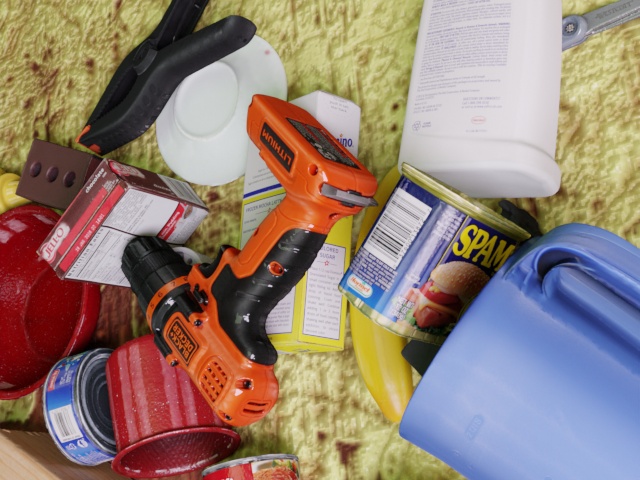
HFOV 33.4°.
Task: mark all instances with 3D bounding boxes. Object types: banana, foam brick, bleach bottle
[{"bbox_3d":[0.053,0.020,0.724,0.070,0.037,0.198,13,85,36],"label":"banana"},{"bbox_3d":[-0.209,-0.049,0.902,0.078,0.051,0.053,15,86,35],"label":"foam brick"},{"bbox_3d":[0.117,-0.155,0.693,0.103,0.068,0.251,2,75,34],"label":"bleach bottle"}]

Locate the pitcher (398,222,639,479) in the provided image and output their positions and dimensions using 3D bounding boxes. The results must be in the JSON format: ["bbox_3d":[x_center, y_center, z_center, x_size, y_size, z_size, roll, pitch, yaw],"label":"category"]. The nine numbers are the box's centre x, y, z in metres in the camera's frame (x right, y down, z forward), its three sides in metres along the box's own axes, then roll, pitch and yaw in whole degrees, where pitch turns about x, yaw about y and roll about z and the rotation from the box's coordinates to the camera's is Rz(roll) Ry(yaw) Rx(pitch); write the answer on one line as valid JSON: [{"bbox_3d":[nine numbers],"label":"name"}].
[{"bbox_3d":[0.173,0.107,0.538,0.243,0.149,0.145,34,90,18],"label":"pitcher"}]

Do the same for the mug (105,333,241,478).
[{"bbox_3d":[-0.099,0.115,0.775,0.117,0.093,0.081,-16,62,1],"label":"mug"}]

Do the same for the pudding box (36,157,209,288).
[{"bbox_3d":[-0.148,-0.009,0.815,0.039,0.113,0.090,45,103,26],"label":"pudding box"}]

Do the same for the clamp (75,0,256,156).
[{"bbox_3d":[-0.125,-0.140,0.857,0.210,0.036,0.164,-48,33,18],"label":"clamp"}]

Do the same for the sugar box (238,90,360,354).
[{"bbox_3d":[-0.018,-0.010,0.759,0.094,0.048,0.176,-10,69,54],"label":"sugar box"}]

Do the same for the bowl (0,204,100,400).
[{"bbox_3d":[-0.236,0.054,0.891,0.162,0.055,0.162,-9,73,31],"label":"bowl"}]

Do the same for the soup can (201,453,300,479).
[{"bbox_3d":[-0.040,0.202,0.719,0.069,0.068,0.102,-21,67,27],"label":"soup can"}]

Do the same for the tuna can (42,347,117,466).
[{"bbox_3d":[-0.169,0.126,0.812,0.034,0.086,0.086,-20,68,26],"label":"tuna can"}]

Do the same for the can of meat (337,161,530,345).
[{"bbox_3d":[0.065,0.011,0.622,0.058,0.102,0.084,36,99,33],"label":"can of meat"}]

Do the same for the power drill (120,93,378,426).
[{"bbox_3d":[-0.055,0.001,0.712,0.185,0.057,0.188,46,115,39],"label":"power drill"}]
